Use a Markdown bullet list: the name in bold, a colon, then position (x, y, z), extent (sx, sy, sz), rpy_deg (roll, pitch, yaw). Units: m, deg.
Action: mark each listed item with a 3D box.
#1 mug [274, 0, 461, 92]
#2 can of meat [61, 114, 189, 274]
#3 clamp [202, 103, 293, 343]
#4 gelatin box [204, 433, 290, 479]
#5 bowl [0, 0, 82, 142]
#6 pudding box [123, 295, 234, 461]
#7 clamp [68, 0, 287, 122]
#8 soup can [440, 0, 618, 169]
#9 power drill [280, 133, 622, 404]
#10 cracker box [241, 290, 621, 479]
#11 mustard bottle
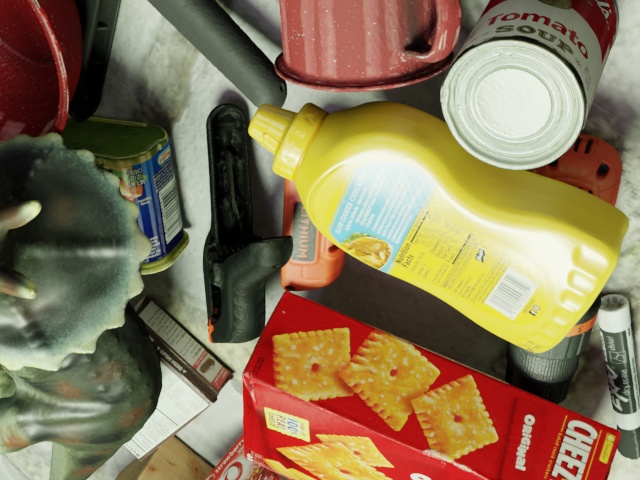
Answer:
- **mug**: position (0.026, -0.124, 0.524), extent (0.117, 0.093, 0.081), rpy_deg (35, 137, 49)
- **can of meat**: position (-0.142, -0.032, 0.695), extent (0.102, 0.057, 0.084), rpy_deg (8, 124, 19)
- **clamp**: position (-0.054, 0.001, 0.671), extent (0.039, 0.120, 0.172), rpy_deg (-2, 149, -17)
- **gelatin box**: position (-0.062, 0.195, 0.771), extent (0.089, 0.073, 0.030), rpy_deg (-49, 122, -1)
- **bowl**: position (-0.191, -0.129, 0.615), extent (0.162, 0.055, 0.162), rpy_deg (22, 135, 23)
- **pudding box**: position (-0.133, 0.106, 0.800), extent (0.090, 0.039, 0.114), rpy_deg (43, 131, -8)
- **clamp**: position (-0.120, -0.158, 0.608), extent (0.165, 0.036, 0.210), rpy_deg (-6, 117, 35)
- **soup can**: position (0.102, -0.087, 0.515), extent (0.068, 0.102, 0.068), rpy_deg (12, 127, 17)
- **power drill**: position (0.072, 0.011, 0.629), extent (0.188, 0.057, 0.184), rpy_deg (12, 123, 13)
- **cracker box**: position (0.056, 0.132, 0.677), extent (0.214, 0.072, 0.164), rpy_deg (23, 152, 8)
- **mustard bottle**: position (0.050, -0.019, 0.545), extent (0.191, 0.058, 0.096), rpy_deg (28, 143, 3)
